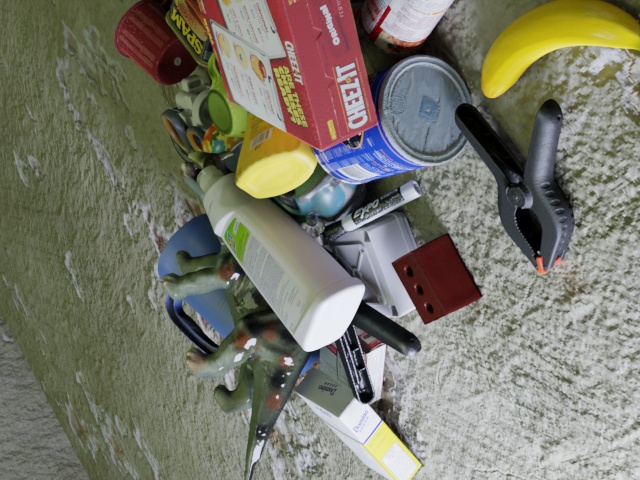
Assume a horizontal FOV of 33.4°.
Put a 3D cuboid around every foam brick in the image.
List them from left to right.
[{"bbox_3d":[0.122,0.042,1.126,0.078,0.051,0.053,61,152,4],"label":"foam brick"}]

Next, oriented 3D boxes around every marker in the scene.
[{"bbox_3d":[0.053,-0.030,1.145,0.121,0.020,0.020,-28,89,25],"label":"marker"}]

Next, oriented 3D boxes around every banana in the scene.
[{"bbox_3d":[0.188,-0.158,0.869,0.198,0.037,0.069,0,112,59],"label":"banana"}]

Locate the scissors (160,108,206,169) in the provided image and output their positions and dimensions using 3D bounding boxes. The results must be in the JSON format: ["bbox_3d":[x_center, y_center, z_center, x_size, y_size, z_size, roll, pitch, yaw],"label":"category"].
[{"bbox_3d":[-0.146,-0.096,1.434,0.096,0.016,0.201,20,151,49],"label":"scissors"}]

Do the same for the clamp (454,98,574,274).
[{"bbox_3d":[0.190,-0.052,0.952,0.171,0.039,0.120,63,157,-12],"label":"clamp"}]

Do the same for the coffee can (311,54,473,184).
[{"bbox_3d":[0.066,-0.114,1.038,0.141,0.102,0.103,-10,105,61],"label":"coffee can"}]

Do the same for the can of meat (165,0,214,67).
[{"bbox_3d":[-0.137,-0.276,1.292,0.102,0.057,0.084,54,148,19],"label":"can of meat"}]

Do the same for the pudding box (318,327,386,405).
[{"bbox_3d":[0.040,0.148,1.363,0.090,0.039,0.113,39,146,33],"label":"pudding box"}]

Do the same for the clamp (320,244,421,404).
[{"bbox_3d":[0.022,0.085,1.220,0.210,0.036,0.165,50,147,20],"label":"clamp"}]

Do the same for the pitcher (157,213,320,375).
[{"bbox_3d":[-0.108,0.088,1.461,0.243,0.144,0.149,44,155,26],"label":"pitcher"}]

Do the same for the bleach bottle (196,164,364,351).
[{"bbox_3d":[-0.058,0.001,1.191,0.251,0.067,0.103,49,140,26],"label":"bleach bottle"}]

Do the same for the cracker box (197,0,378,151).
[{"bbox_3d":[-0.039,-0.192,0.995,0.214,0.072,0.164,34,145,56],"label":"cracker box"}]

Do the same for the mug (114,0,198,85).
[{"bbox_3d":[-0.201,-0.265,1.387,0.082,0.093,0.117,43,109,25],"label":"mug"}]

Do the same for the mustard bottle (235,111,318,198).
[{"bbox_3d":[-0.039,-0.142,1.152,0.058,0.191,0.096,32,137,-33],"label":"mustard bottle"}]

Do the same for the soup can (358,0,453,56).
[{"bbox_3d":[0.083,-0.221,0.959,0.068,0.068,0.102,58,151,11],"label":"soup can"}]

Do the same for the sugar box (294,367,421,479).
[{"bbox_3d":[0.049,0.235,1.342,0.093,0.048,0.176,23,156,48],"label":"sugar box"}]
